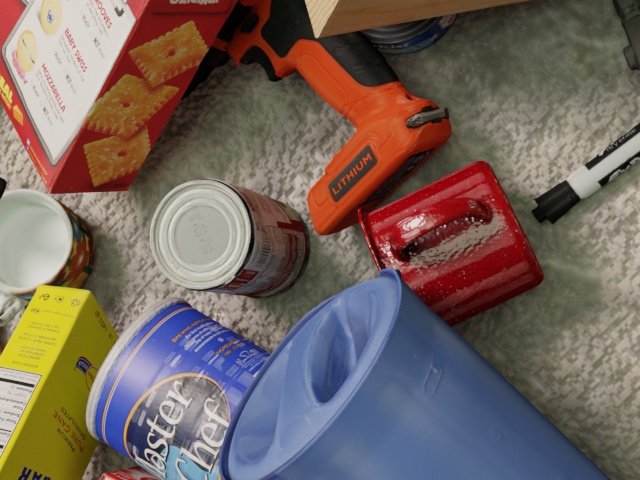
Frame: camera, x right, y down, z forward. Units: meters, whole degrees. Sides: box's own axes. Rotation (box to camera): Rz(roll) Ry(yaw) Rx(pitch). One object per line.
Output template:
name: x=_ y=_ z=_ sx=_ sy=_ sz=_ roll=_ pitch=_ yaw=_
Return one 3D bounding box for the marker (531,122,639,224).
marker: x=0.178 y=-0.050 z=0.636 sx=0.121 sy=0.020 sz=0.020 roll=-37 pitch=75 yaw=12

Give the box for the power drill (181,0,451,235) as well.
power drill: x=-0.022 y=-0.098 z=0.672 sx=0.185 sy=0.057 sz=0.188 roll=-43 pitch=79 yaw=36

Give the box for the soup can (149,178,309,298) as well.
soup can: x=-0.054 y=0.001 z=0.665 sx=0.069 sy=0.102 sz=0.068 roll=-2 pitch=85 yaw=18

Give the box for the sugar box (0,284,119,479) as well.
sugar box: x=-0.178 y=0.124 z=0.660 sx=0.048 sy=0.093 sz=0.176 roll=5 pitch=55 yaw=18

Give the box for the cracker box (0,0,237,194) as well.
cracker box: x=-0.137 y=-0.160 z=0.673 sx=0.214 sy=0.071 sz=0.164 roll=-52 pitch=59 yaw=34

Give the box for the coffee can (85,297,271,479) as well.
coffee can: x=-0.057 y=0.112 z=0.656 sx=0.140 sy=0.102 sz=0.103 roll=28 pitch=94 yaw=18

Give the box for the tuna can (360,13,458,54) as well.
tuna can: x=0.049 y=-0.163 z=0.682 sx=0.086 sy=0.033 sz=0.086 roll=-2 pitch=84 yaw=18

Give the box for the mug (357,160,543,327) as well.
mug: x=0.075 y=0.002 z=0.618 sx=0.081 sy=0.117 sz=0.093 roll=-26 pitch=66 yaw=9

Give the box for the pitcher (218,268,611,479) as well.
pitcher: x=0.072 y=0.143 z=0.546 sx=0.242 sy=0.145 sz=0.149 roll=40 pitch=95 yaw=-14
